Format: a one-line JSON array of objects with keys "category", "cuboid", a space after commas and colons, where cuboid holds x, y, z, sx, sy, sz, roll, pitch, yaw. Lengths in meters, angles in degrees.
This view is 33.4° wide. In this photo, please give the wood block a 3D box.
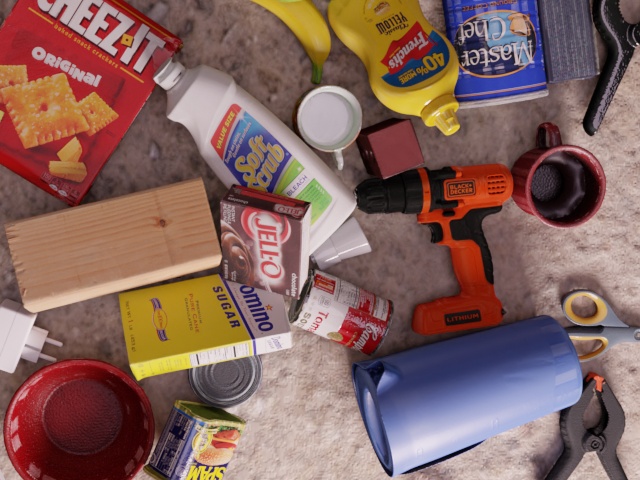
[{"category": "wood block", "cuboid": [-0.216, 0.006, 1.128, 0.206, 0.090, 0.091, -14, 84, -10]}]

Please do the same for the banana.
[{"category": "banana", "cuboid": [-0.057, -0.255, 1.158, 0.197, 0.037, 0.069, 38, 90, -11]}]

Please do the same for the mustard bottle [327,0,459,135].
[{"category": "mustard bottle", "cuboid": [0.092, -0.193, 1.139, 0.096, 0.058, 0.192, -28, 74, -8]}]

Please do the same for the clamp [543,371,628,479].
[{"category": "clamp", "cuboid": [0.333, 0.247, 1.279, 0.120, 0.039, 0.171, 12, 95, -11]}]

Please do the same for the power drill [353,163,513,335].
[{"category": "power drill", "cuboid": [0.133, 0.009, 1.210, 0.184, 0.057, 0.188, -6, 98, -7]}]

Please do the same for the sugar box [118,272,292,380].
[{"category": "sugar box", "cuboid": [-0.125, 0.087, 1.167, 0.176, 0.048, 0.093, -13, 59, -5]}]

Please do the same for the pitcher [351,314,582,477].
[{"category": "pitcher", "cuboid": [0.165, 0.175, 1.210, 0.242, 0.149, 0.145, -16, 84, -9]}]

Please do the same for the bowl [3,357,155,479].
[{"category": "bowl", "cuboid": [-0.264, 0.202, 1.178, 0.162, 0.055, 0.162, -1, 98, -8]}]

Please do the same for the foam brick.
[{"category": "foam brick", "cuboid": [0.075, -0.103, 1.177, 0.051, 0.078, 0.053, -21, 100, -7]}]

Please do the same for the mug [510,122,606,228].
[{"category": "mug", "cuboid": [0.261, -0.075, 1.205, 0.093, 0.081, 0.117, -13, 99, -7]}]

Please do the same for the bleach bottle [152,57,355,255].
[{"category": "bleach bottle", "cuboid": [-0.081, -0.093, 1.136, 0.102, 0.068, 0.250, -45, 111, 9]}]

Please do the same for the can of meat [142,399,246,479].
[{"category": "can of meat", "cuboid": [-0.137, 0.227, 1.180, 0.058, 0.102, 0.084, 24, 90, 32]}]

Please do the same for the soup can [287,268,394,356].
[{"category": "soup can", "cuboid": [0.022, 0.080, 1.197, 0.102, 0.068, 0.068, 23, 93, -11]}]

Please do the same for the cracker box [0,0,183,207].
[{"category": "cracker box", "cuboid": [-0.269, -0.165, 1.122, 0.164, 0.072, 0.214, 33, 91, -11]}]

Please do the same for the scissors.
[{"category": "scissors", "cuboid": [0.369, 0.095, 1.276, 0.201, 0.016, 0.096, -10, 99, -7]}]

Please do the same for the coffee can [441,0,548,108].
[{"category": "coffee can", "cuboid": [0.189, -0.221, 1.165, 0.102, 0.103, 0.140, -10, 99, -7]}]

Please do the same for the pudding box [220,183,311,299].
[{"category": "pudding box", "cuboid": [-0.058, 0.001, 1.128, 0.090, 0.039, 0.113, 14, 133, 14]}]

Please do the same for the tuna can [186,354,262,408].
[{"category": "tuna can", "cuboid": [-0.108, 0.145, 1.204, 0.086, 0.034, 0.086, -1, 97, -8]}]
